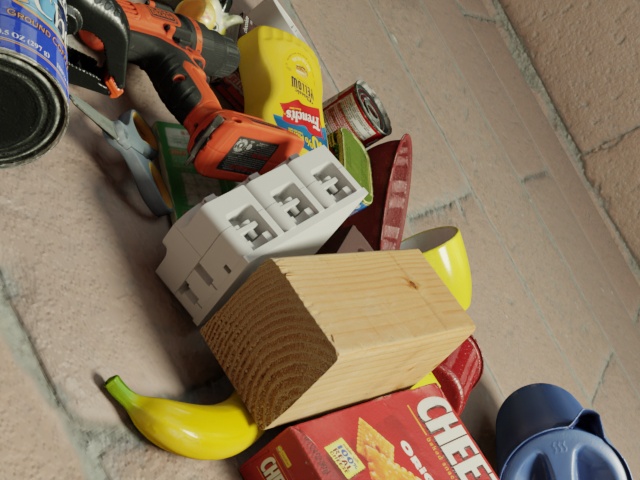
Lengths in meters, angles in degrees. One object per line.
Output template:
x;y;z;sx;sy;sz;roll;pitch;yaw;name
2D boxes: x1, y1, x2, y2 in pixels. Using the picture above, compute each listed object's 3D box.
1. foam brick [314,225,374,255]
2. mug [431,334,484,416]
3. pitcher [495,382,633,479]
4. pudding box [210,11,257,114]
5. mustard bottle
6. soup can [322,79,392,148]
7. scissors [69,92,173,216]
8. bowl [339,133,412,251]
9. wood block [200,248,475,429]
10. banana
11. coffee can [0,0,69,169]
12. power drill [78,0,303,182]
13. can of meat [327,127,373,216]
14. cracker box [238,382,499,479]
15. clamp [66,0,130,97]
0.014;0.033;1.006;0.053;0.051;0.078;52;39;-19;foam brick
0.111;0.148;1.074;0.081;0.093;0.117;-49;145;-62;mug
0.249;0.245;1.166;0.145;0.149;0.242;61;8;-3;pitcher
-0.069;-0.172;1.115;0.090;0.039;0.113;47;26;-32;pudding box
-0.033;-0.107;1.019;0.096;0.058;0.191;28;46;-45;mustard bottle
0.017;-0.119;1.153;0.068;0.102;0.068;47;26;-31;soup can
-0.141;-0.059;0.780;0.201;0.016;0.096;-68;137;-84;scissors
0.058;-0.039;1.151;0.162;0.055;0.162;9;90;-78;bowl
0.020;0.069;0.820;0.205;0.090;0.091;-2;52;-55;wood block
-0.072;0.120;0.755;0.197;0.037;0.069;10;56;-63;banana
-0.210;-0.129;0.668;0.102;0.103;0.140;38;32;-45;coffee can
-0.097;-0.128;0.907;0.184;0.057;0.188;3;40;-54;power drill
0.004;-0.057;1.075;0.057;0.084;0.102;46;27;-33;can of meat
0.061;0.206;0.819;0.213;0.072;0.164;-5;58;-54;cracker box
-0.184;-0.174;0.769;0.171;0.120;0.039;42;30;-47;clamp
